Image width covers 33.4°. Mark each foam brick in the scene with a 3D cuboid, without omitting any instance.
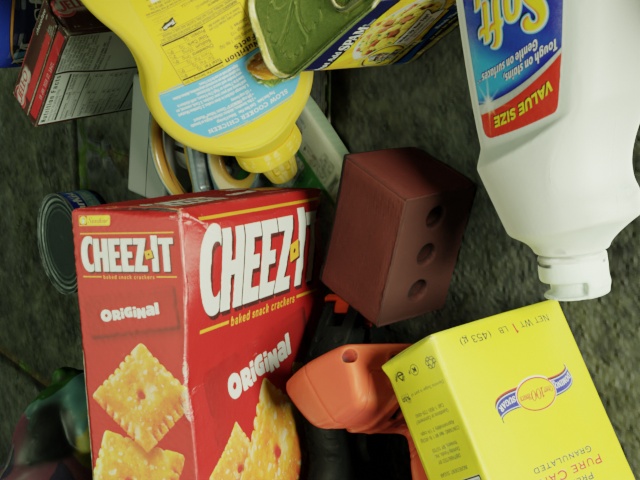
[{"bbox_3d":[0.040,-0.004,0.568,0.051,0.052,0.078,37,128,41],"label":"foam brick"}]

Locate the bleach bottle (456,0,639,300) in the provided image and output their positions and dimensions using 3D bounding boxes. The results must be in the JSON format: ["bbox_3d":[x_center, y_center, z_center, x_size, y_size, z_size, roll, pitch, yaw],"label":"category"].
[{"bbox_3d":[0.104,-0.098,0.455,0.103,0.067,0.251,5,105,55],"label":"bleach bottle"}]

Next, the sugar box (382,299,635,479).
[{"bbox_3d":[0.103,0.121,0.487,0.048,0.093,0.176,-40,69,48],"label":"sugar box"}]

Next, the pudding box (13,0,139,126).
[{"bbox_3d":[-0.141,-0.126,0.719,0.039,0.113,0.090,58,138,20],"label":"pudding box"}]

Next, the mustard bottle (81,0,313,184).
[{"bbox_3d":[-0.057,-0.104,0.583,0.191,0.096,0.058,61,-179,-39],"label":"mustard bottle"}]

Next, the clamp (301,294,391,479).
[{"bbox_3d":[0.021,0.119,0.608,0.039,0.120,0.171,2,79,25],"label":"clamp"}]

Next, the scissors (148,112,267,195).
[{"bbox_3d":[-0.055,0.001,0.688,0.096,0.016,0.202,-13,101,34],"label":"scissors"}]

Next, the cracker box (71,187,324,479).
[{"bbox_3d":[-0.053,0.082,0.581,0.072,0.164,0.214,0,96,24],"label":"cracker box"}]

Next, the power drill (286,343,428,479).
[{"bbox_3d":[0.045,0.144,0.509,0.057,0.184,0.188,-35,62,39],"label":"power drill"}]

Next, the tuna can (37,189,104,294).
[{"bbox_3d":[-0.205,0.001,0.897,0.086,0.033,0.086,17,112,49],"label":"tuna can"}]

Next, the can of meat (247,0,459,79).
[{"bbox_3d":[0.027,-0.124,0.528,0.102,0.083,0.057,-33,73,51],"label":"can of meat"}]
